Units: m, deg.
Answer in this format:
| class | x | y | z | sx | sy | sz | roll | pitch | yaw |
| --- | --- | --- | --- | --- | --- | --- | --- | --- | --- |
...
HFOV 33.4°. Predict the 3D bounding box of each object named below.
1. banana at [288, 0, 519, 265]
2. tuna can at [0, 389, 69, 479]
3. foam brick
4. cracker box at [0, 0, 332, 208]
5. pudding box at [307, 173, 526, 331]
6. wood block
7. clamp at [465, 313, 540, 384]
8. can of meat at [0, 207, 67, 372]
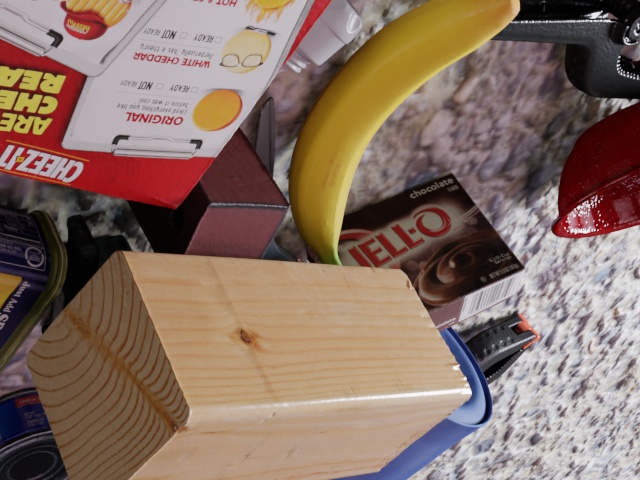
| class | x | y | z | sx | sy | sz | roll | pitch | yaw |
| --- | --- | --- | --- | --- | --- | --- | --- | --- | --- |
| banana | 0.031 | -0.066 | 0.587 | 0.198 | 0.069 | 0.037 | -60 | -179 | 29 |
| tuna can | -0.189 | 0.135 | 0.687 | 0.086 | 0.034 | 0.086 | -21 | 144 | -16 |
| foam brick | -0.062 | -0.025 | 0.551 | 0.051 | 0.078 | 0.053 | 1 | 132 | -39 |
| cracker box | -0.076 | -0.122 | 0.422 | 0.163 | 0.072 | 0.214 | 12 | 127 | -44 |
| pudding box | 0.059 | 0.015 | 0.686 | 0.113 | 0.090 | 0.039 | -21 | 147 | -18 |
| wood block | -0.029 | 0.069 | 0.549 | 0.205 | 0.091 | 0.090 | 6 | 138 | -48 |
| clamp | 0.106 | 0.120 | 0.895 | 0.171 | 0.039 | 0.120 | -42 | 161 | 5 |
| can of meat | -0.190 | 0.024 | 0.529 | 0.083 | 0.057 | 0.102 | 16 | 123 | -45 |
